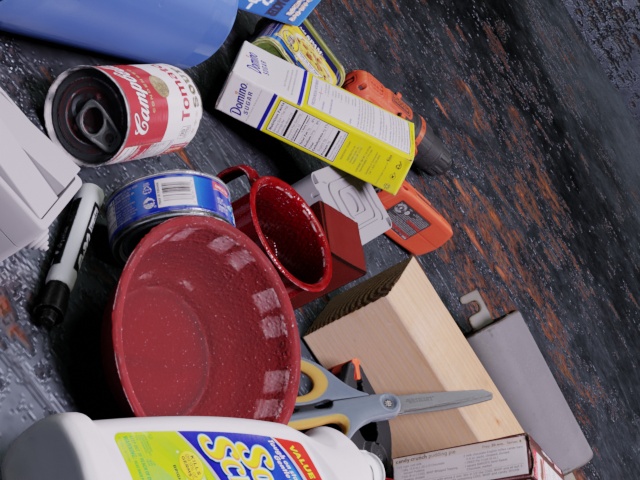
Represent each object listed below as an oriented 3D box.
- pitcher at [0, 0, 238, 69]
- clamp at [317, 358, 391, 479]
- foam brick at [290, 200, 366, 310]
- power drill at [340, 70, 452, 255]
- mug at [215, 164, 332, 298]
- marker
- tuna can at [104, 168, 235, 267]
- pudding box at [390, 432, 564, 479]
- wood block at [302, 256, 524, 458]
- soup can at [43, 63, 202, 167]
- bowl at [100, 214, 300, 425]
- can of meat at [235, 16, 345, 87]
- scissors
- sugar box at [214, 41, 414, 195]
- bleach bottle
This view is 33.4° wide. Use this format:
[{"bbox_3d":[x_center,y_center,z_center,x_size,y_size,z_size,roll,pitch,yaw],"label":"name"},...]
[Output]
[{"bbox_3d":[-0.158,-0.204,0.748,0.242,0.149,0.145,6,57,-63],"label":"pitcher"},{"bbox_3d":[0.028,0.175,0.813,0.120,0.039,0.171,15,54,-62],"label":"clamp"},{"bbox_3d":[-0.011,0.013,0.860,0.051,0.078,0.053,30,42,-47],"label":"foam brick"},{"bbox_3d":[0.092,-0.077,1.159,0.184,0.057,0.187,34,34,-36],"label":"power drill"},{"bbox_3d":[-0.055,0.001,0.789,0.093,0.082,0.117,6,59,-59],"label":"mug"},{"bbox_3d":[-0.158,0.008,0.671,0.020,0.020,0.121,45,31,-29],"label":"marker"},{"bbox_3d":[-0.100,-0.011,0.717,0.086,0.086,0.034,25,45,-50],"label":"tuna can"},{"bbox_3d":[0.121,0.186,0.812,0.090,0.114,0.039,45,34,-49],"label":"pudding box"},{"bbox_3d":[0.087,0.131,0.902,0.206,0.091,0.090,57,26,-7],"label":"wood block"},{"bbox_3d":[-0.136,-0.090,0.753,0.068,0.069,0.102,62,25,2],"label":"soup can"},{"bbox_3d":[-0.084,0.068,0.675,0.161,0.055,0.162,21,62,-46],"label":"bowl"},{"bbox_3d":[-0.030,-0.165,1.029,0.102,0.058,0.083,51,30,-17],"label":"can of meat"},{"bbox_3d":[0.034,0.113,0.811,0.201,0.016,0.096,-17,61,-34],"label":"scissors"},{"bbox_3d":[-0.002,-0.110,0.950,0.176,0.048,0.093,23,26,-7],"label":"sugar box"},{"bbox_3d":[-0.048,0.139,0.597,0.250,0.068,0.102,4,57,-53],"label":"bleach bottle"}]
